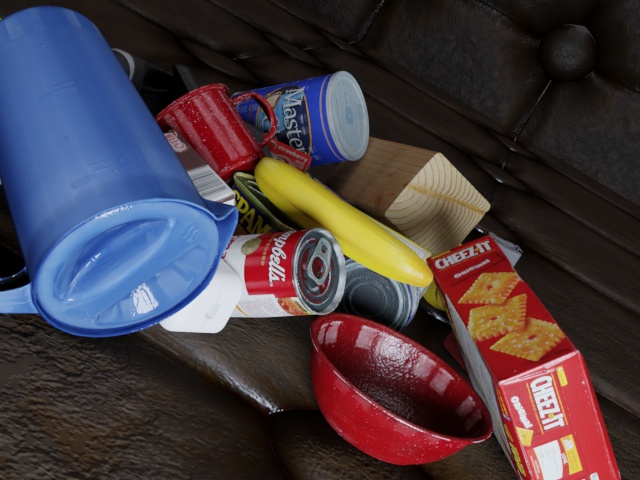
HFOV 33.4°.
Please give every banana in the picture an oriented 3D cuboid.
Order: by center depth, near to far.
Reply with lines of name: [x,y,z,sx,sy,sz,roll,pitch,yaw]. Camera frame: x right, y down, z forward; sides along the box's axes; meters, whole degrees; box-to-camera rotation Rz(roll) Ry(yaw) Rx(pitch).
banana: [0.010,-0.022,0.917,0.198,0.037,0.069,36,18,20]

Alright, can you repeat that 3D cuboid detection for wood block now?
wood block: [0.090,-0.050,1.205,0.090,0.090,0.206,43,-6,-21]

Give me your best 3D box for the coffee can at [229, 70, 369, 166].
coffee can: [-0.027,-0.134,1.245,0.140,0.103,0.102,-7,1,26]

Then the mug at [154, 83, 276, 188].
mug: [-0.094,-0.093,0.999,0.081,0.117,0.093,56,-7,10]

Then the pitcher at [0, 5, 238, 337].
pitcher: [-0.182,-0.056,0.769,0.149,0.145,0.243,17,33,-47]

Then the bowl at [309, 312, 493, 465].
bowl: [0.051,0.124,0.830,0.162,0.055,0.162,27,17,-9]

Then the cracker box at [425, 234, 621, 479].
cracker box: [0.166,0.113,0.880,0.214,0.072,0.164,-109,177,-65]

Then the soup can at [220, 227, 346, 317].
soup can: [-0.040,0.027,0.858,0.102,0.068,0.068,-4,-6,36]

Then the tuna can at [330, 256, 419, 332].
tuna can: [0.045,0.051,0.975,0.086,0.086,0.033,33,19,8]

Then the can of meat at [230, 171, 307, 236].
can of meat: [-0.056,0.001,0.954,0.057,0.084,0.102,12,24,-45]
